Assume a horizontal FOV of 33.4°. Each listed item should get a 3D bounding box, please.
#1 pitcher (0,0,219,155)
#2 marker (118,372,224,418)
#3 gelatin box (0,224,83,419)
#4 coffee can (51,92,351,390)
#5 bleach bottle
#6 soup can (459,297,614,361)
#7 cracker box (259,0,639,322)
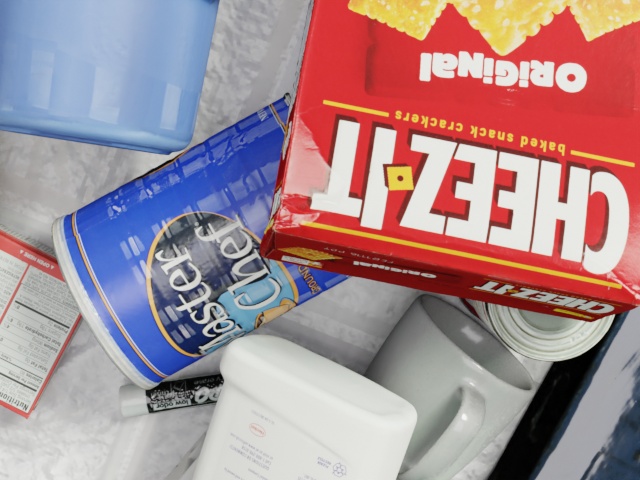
[{"bbox_3d":[-0.089,-0.166,0.512,0.144,0.149,0.243,7,93,-22],"label":"pitcher"},{"bbox_3d":[-0.054,0.084,0.612,0.121,0.020,0.020,-8,96,0],"label":"marker"},{"bbox_3d":[-0.175,0.044,0.600,0.073,0.030,0.089,28,94,-5],"label":"gelatin box"},{"bbox_3d":[-0.054,0.001,0.561,0.140,0.103,0.103,-29,96,2],"label":"coffee can"},{"bbox_3d":[-0.041,0.182,0.542,0.103,0.068,0.251,25,100,20],"label":"bleach bottle"},{"bbox_3d":[0.111,0.022,0.567,0.068,0.102,0.068,0,96,-2],"label":"soup can"},{"bbox_3d":[0.073,-0.084,0.488,0.164,0.072,0.213,11,78,-3],"label":"cracker box"}]
